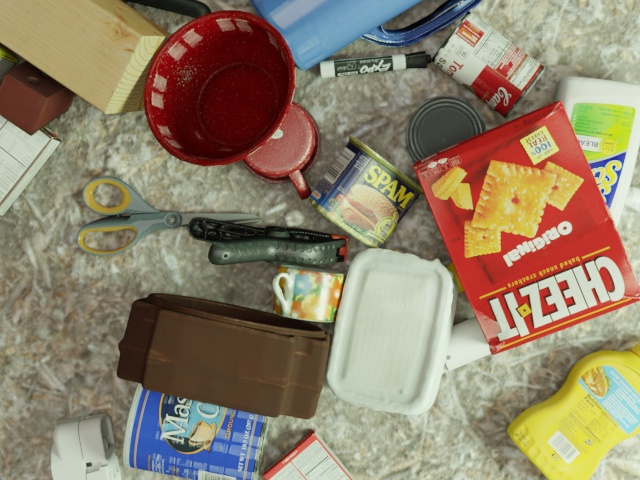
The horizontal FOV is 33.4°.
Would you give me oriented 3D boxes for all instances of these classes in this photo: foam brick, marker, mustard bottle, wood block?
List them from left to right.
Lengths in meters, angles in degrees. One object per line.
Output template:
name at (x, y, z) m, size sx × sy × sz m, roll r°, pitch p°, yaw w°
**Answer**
foam brick at (-0.301, -0.158, 1.135) m, size 0.053 × 0.078 × 0.051 m, roll 33°, pitch 124°, yaw 0°
wood block at (-0.264, -0.225, 1.102) m, size 0.206 × 0.090 × 0.091 m, roll 34°, pitch 107°, yaw 10°
marker at (0.060, -0.191, 1.159) m, size 0.121 × 0.020 × 0.020 m, roll -5°, pitch 91°, yaw 2°
mustard bottle at (0.299, 0.175, 1.140) m, size 0.191 × 0.058 × 0.096 m, roll -43°, pitch 89°, yaw 2°

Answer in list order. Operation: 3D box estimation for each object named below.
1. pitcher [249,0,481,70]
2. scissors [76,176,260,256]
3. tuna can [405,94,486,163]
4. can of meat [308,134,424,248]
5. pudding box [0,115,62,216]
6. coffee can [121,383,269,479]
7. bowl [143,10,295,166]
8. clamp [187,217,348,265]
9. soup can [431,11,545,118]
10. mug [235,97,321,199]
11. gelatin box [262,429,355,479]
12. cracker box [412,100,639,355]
pitcher at (0.054, -0.277, 1.111) m, size 0.243 × 0.145 × 0.149 m, roll -34°, pitch 78°, yaw 6°
scissors at (-0.175, -0.039, 1.171) m, size 0.202 × 0.016 × 0.096 m, roll -16°, pitch 91°, yaw 2°
tuna can at (0.134, -0.112, 1.151) m, size 0.086 × 0.034 × 0.086 m, roll 0°, pitch 91°, yaw 2°
can of meat at (0.047, -0.048, 1.127) m, size 0.102 × 0.057 × 0.084 m, roll 34°, pitch 96°, yaw -36°
pudding box at (-0.353, -0.095, 1.165) m, size 0.090 × 0.039 × 0.113 m, roll 39°, pitch 94°, yaw 0°
coffee can at (-0.129, 0.203, 1.132) m, size 0.140 × 0.103 × 0.103 m, roll 11°, pitch 92°, yaw 1°
bowl at (-0.093, -0.145, 1.071) m, size 0.162 × 0.055 × 0.162 m, roll -4°, pitch 78°, yaw 17°
clamp at (-0.057, 0.001, 1.135) m, size 0.171 × 0.120 × 0.039 m, roll 4°, pitch 109°, yaw -28°
soup can at (0.177, -0.187, 1.131) m, size 0.102 × 0.068 × 0.068 m, roll 37°, pitch 92°, yaw 1°
mug at (-0.041, -0.097, 1.132) m, size 0.093 × 0.081 × 0.117 m, roll -25°, pitch 90°, yaw 2°
gelatin box at (-0.007, 0.264, 1.166) m, size 0.073 × 0.030 × 0.089 m, roll -40°, pitch 90°, yaw 1°
cracker box at (0.209, -0.012, 1.082) m, size 0.164 × 0.072 × 0.214 m, roll -23°, pitch 89°, yaw 14°
